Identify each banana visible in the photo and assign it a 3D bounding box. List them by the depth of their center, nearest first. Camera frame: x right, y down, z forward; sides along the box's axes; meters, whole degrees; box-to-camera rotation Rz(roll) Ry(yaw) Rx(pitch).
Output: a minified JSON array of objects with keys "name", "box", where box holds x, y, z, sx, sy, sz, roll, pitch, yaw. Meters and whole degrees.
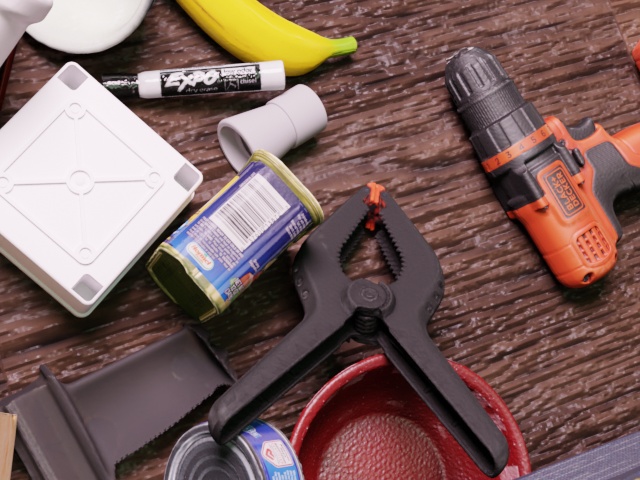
[{"name":"banana","box":[-0.067,-0.171,0.705,0.197,0.037,0.069,42,48,-8]}]

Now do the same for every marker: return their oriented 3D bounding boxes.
[{"name":"marker","box":[-0.083,-0.101,0.681,0.121,0.020,0.020,-5,81,-7]}]

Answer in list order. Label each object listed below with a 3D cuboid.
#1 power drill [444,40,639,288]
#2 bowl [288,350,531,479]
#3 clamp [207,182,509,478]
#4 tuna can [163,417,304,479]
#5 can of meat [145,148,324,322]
[{"name":"power drill","box":[0.196,-0.085,0.756,0.187,0.057,0.184,-31,93,-17]},{"name":"bowl","box":[0.047,0.151,0.663,0.162,0.055,0.162,3,78,-16]},{"name":"clamp","box":[0.037,0.049,0.639,0.164,0.036,0.210,13,46,3]},{"name":"tuna can","box":[-0.051,0.146,0.616,0.033,0.086,0.086,5,75,-50]},{"name":"can of meat","box":[-0.054,0.001,0.638,0.084,0.102,0.057,-44,93,-18]}]
